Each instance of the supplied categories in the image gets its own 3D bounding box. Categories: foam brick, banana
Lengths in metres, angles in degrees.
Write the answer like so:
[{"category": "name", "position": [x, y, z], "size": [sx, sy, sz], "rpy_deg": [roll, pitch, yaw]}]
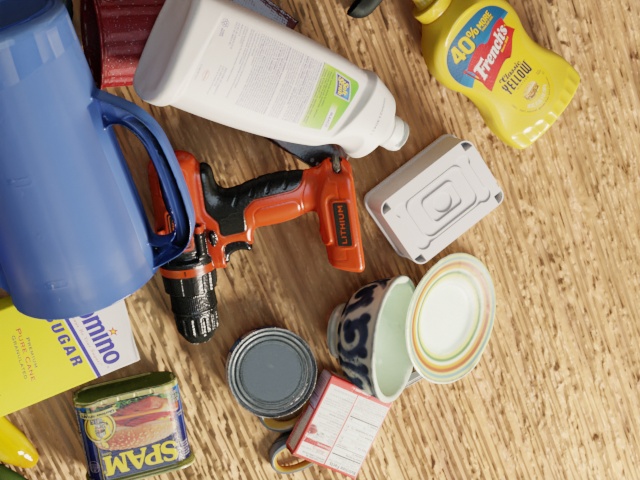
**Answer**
[{"category": "foam brick", "position": [-0.070, -0.196, 0.948], "size": [0.078, 0.053, 0.051], "rpy_deg": [33, 91, -21]}, {"category": "banana", "position": [-0.311, 0.124, 0.952], "size": [0.069, 0.037, 0.198], "rpy_deg": [-15, 105, -11]}]

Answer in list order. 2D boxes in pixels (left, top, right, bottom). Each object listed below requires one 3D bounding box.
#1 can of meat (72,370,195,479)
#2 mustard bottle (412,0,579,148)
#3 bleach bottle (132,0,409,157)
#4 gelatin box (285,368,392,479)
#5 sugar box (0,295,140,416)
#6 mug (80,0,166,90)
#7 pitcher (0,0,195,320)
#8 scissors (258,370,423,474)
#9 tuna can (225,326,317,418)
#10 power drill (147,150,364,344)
[{"category": "can of meat", "position": [-0.175, 0.174, 0.993], "size": [0.102, 0.057, 0.084], "rpy_deg": [-12, 102, -14]}, {"category": "mustard bottle", "position": [0.153, -0.179, 1.009], "size": [0.191, 0.058, 0.096], "rpy_deg": [38, 94, -23]}, {"category": "bleach bottle", "position": [-0.027, -0.123, 0.909], "size": [0.250, 0.068, 0.102], "rpy_deg": [20, 97, -35]}, {"category": "gelatin box", "position": [0.018, 0.180, 1.047], "size": [0.073, 0.030, 0.089], "rpy_deg": [25, 93, -20]}, {"category": "sugar box", "position": [-0.254, 0.092, 0.936], "size": [0.176, 0.048, 0.093], "rpy_deg": [-21, 107, -26]}, {"category": "mug", "position": [-0.154, -0.183, 0.902], "size": [0.081, 0.093, 0.117], "rpy_deg": [-8, 133, -20]}, {"category": "pitcher", "position": [-0.212, -0.069, 0.860], "size": [0.149, 0.145, 0.243], "rpy_deg": [-32, 125, -29]}, {"category": "scissors", "position": [0.022, 0.153, 1.068], "size": [0.201, 0.016, 0.096], "rpy_deg": [-38, 109, -6]}, {"category": "tuna can", "position": [-0.048, 0.125, 1.022], "size": [0.086, 0.034, 0.086], "rpy_deg": [0, 89, -11]}, {"category": "power drill", "position": [-0.056, 0.001, 0.971], "size": [0.187, 0.057, 0.184], "rpy_deg": [-7, 111, 0]}]
